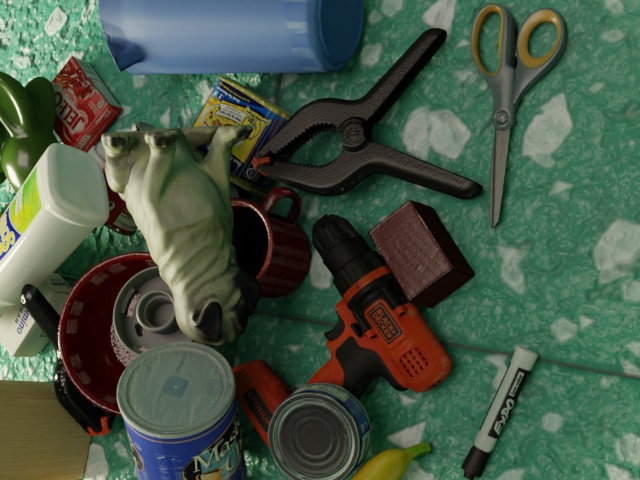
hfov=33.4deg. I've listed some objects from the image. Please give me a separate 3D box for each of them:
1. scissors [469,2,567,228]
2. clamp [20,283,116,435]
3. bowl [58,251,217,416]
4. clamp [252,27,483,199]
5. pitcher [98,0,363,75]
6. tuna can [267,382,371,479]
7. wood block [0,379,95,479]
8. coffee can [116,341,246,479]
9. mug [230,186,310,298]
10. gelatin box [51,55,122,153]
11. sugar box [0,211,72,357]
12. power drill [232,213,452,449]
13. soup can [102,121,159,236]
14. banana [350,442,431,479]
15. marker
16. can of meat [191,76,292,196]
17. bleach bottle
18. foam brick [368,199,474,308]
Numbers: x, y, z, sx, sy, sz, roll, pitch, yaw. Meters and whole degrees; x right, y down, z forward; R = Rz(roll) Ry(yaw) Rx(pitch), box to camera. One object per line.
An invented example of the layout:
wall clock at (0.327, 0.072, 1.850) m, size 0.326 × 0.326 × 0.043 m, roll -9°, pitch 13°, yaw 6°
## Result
scissors at (0.177, -0.117, 0.931) m, size 0.096 × 0.016 × 0.202 m, roll -14°, pitch 75°, yaw 28°
clamp at (-0.235, 0.112, 1.105) m, size 0.039 × 0.120 × 0.171 m, roll -6°, pitch 100°, yaw 53°
bowl at (-0.175, 0.093, 1.065) m, size 0.162 × 0.055 × 0.162 m, roll -1°, pitch 85°, yaw 6°
clamp at (0.038, -0.105, 0.983) m, size 0.210 × 0.036 × 0.164 m, roll -8°, pitch 75°, yaw 16°
pitcher at (-0.081, -0.232, 1.048) m, size 0.243 × 0.144 × 0.149 m, roll 8°, pitch 98°, yaw 28°
tuna can at (-0.001, 0.168, 0.918) m, size 0.086 × 0.033 × 0.086 m, roll 2°, pitch 96°, yaw 18°
wood block at (-0.332, 0.191, 1.072) m, size 0.090 × 0.205 × 0.091 m, roll 11°, pitch 88°, yaw 32°
coffee can at (-0.123, 0.175, 0.971) m, size 0.103 × 0.140 × 0.103 m, roll -1°, pitch 44°, yaw 1°
mug at (-0.057, 0.001, 1.012) m, size 0.093 × 0.081 × 0.117 m, roll 35°, pitch 100°, yaw 30°
gelatin box at (-0.271, -0.150, 1.195) m, size 0.073 × 0.030 × 0.089 m, roll -46°, pitch 62°, yaw 16°
sugar box at (-0.358, 0.043, 1.207) m, size 0.176 × 0.048 × 0.093 m, roll 41°, pitch 103°, yaw 25°
power drill at (0.003, 0.094, 0.968) m, size 0.188 × 0.057 × 0.184 m, roll -42°, pitch 70°, yaw 20°
soup can at (-0.193, -0.064, 1.112) m, size 0.102 × 0.068 × 0.069 m, roll -51°, pitch 61°, yaw 13°
banana at (0.035, 0.260, 0.916) m, size 0.198 × 0.069 × 0.037 m, roll -68°, pitch 16°, yaw 1°
marker at (0.150, 0.147, 0.902) m, size 0.020 × 0.020 × 0.121 m, roll 28°, pitch 96°, yaw 31°
can of meat at (-0.078, -0.105, 1.058) m, size 0.102 × 0.057 × 0.084 m, roll 34°, pitch 98°, yaw 31°
bleach bottle at (-0.312, 0.017, 1.103) m, size 0.251 × 0.068 × 0.102 m, roll -46°, pitch 41°, yaw 28°
foam brick at (0.088, 0.012, 0.941) m, size 0.051 × 0.052 × 0.078 m, roll -39°, pitch 64°, yaw 20°
